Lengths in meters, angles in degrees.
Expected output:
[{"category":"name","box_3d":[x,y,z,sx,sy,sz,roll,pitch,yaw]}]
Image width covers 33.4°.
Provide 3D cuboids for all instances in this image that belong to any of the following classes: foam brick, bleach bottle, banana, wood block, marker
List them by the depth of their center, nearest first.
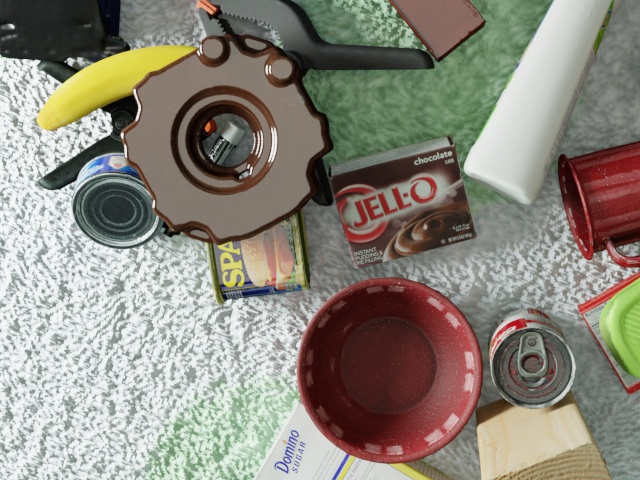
[{"category":"wood block","box_3d":[0.185,0.188,0.866,0.090,0.206,0.091,-23,92,9]},{"category":"bleach bottle","box_3d":[0.202,-0.157,0.894,0.068,0.102,0.251,25,92,10]},{"category":"foam brick","box_3d":[0.097,-0.199,0.917,0.051,0.053,0.078,-39,91,9]},{"category":"banana","box_3d":[-0.151,-0.135,0.932,0.198,0.037,0.069,-3,79,4]},{"category":"marker","box_3d":[-0.108,-0.054,0.976,0.020,0.020,0.121,34,99,3]}]

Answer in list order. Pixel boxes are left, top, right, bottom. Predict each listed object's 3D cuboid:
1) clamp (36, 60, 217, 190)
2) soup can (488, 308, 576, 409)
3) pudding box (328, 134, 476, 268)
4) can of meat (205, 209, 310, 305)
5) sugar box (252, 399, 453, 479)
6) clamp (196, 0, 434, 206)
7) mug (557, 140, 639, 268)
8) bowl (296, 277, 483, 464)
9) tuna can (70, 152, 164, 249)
[{"category":"clamp","box_3d":[-0.183,-0.115,0.971,0.171,0.039,0.120,-8,100,5]},{"category":"soup can","box_3d":[0.178,0.098,0.911,0.068,0.102,0.068,1,96,7]},{"category":"pudding box","box_3d":[0.071,-0.034,0.929,0.113,0.039,0.090,-16,114,4]},{"category":"can of meat","box_3d":[-0.056,0.001,0.956,0.084,0.057,0.102,-8,94,6]},{"category":"sugar box","box_3d":[0.036,0.224,0.972,0.176,0.048,0.093,31,98,7]},{"category":"clamp","box_3d":[-0.027,-0.141,0.947,0.210,0.036,0.165,32,105,6]},{"category":"mug","box_3d":[0.254,-0.028,0.888,0.081,0.093,0.117,-15,51,4]},{"category":"bowl","box_3d":[0.061,0.113,0.946,0.162,0.055,0.162,0,88,4]},{"category":"tuna can","box_3d":[-0.180,-0.034,0.961,0.086,0.033,0.086,0,125,0]}]
